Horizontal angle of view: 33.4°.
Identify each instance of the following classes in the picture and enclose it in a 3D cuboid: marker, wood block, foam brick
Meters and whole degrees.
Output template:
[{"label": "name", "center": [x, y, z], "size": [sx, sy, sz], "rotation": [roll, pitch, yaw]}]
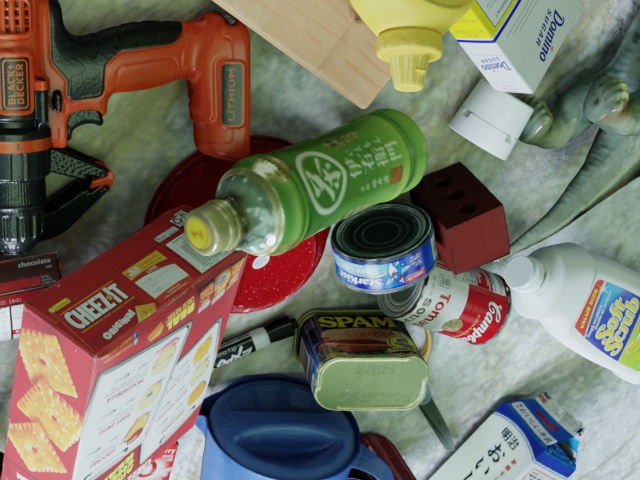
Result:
[{"label": "marker", "center": [-0.075, 0.094, 0.911], "size": [0.121, 0.020, 0.020], "rotation": [-23, 127, -11]}, {"label": "wood block", "center": [-0.030, -0.187, 0.712], "size": [0.205, 0.090, 0.091], "rotation": [32, 102, -35]}, {"label": "foam brick", "center": [0.115, -0.019, 0.891], "size": [0.053, 0.078, 0.051], "rotation": [-22, 128, -10]}]

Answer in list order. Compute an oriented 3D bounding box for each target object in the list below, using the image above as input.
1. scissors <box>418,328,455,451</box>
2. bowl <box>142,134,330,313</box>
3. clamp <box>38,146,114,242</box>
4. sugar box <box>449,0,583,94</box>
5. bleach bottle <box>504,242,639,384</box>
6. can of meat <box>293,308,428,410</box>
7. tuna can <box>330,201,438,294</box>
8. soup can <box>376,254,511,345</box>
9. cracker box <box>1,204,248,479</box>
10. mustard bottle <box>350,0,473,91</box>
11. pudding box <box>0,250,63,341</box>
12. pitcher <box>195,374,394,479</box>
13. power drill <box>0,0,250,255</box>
[{"label": "scissors", "center": [0.077, 0.148, 1.017], "size": [0.096, 0.016, 0.202], "rotation": [-19, 126, -11]}, {"label": "bowl", "center": [-0.056, 0.001, 0.840], "size": [0.162, 0.055, 0.162], "rotation": [-12, 124, -18]}, {"label": "clamp", "center": [-0.233, -0.021, 0.754], "size": [0.171, 0.039, 0.120], "rotation": [-4, 121, -22]}, {"label": "sugar box", "center": [0.121, -0.198, 0.786], "size": [0.176, 0.048, 0.093], "rotation": [45, 70, -39]}, {"label": "bleach bottle", "center": [0.244, 0.063, 0.980], "size": [0.250, 0.068, 0.103], "rotation": [20, 108, -44]}, {"label": "can of meat", "center": [0.034, 0.102, 0.914], "size": [0.102, 0.084, 0.057], "rotation": [1, 113, -13]}, {"label": "tuna can", "center": [0.052, 0.004, 0.871], "size": [0.086, 0.086, 0.034], "rotation": [-21, 125, -11]}, {"label": "soup can", "center": [0.108, 0.048, 0.936], "size": [0.102, 0.068, 0.068], "rotation": [19, 110, -32]}, {"label": "cracker box", "center": [-0.146, 0.096, 0.775], "size": [0.163, 0.072, 0.214], "rotation": [-38, 157, -46]}, {"label": "mustard bottle", "center": [0.057, -0.189, 0.669], "size": [0.096, 0.058, 0.191], "rotation": [6, 84, -38]}, {"label": "pudding box", "center": [-0.230, 0.045, 0.759], "size": [0.090, 0.039, 0.114], "rotation": [-10, 165, -18]}, {"label": "pitcher", "center": [-0.042, 0.254, 0.954], "size": [0.144, 0.149, 0.243], "rotation": [-9, 127, -31]}, {"label": "power drill", "center": [-0.142, -0.085, 0.725], "size": [0.187, 0.057, 0.184], "rotation": [-6, 110, -26]}]
